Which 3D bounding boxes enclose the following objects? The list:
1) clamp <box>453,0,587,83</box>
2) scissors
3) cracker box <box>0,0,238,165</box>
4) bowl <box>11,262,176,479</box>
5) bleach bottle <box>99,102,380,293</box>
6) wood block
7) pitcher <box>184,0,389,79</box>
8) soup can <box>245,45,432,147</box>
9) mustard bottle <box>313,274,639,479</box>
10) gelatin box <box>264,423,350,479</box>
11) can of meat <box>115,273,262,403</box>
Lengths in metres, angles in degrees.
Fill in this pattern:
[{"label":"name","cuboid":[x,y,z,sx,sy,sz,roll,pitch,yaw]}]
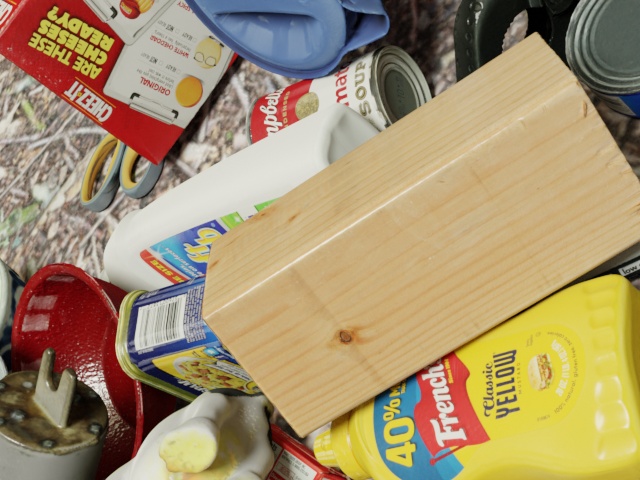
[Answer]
[{"label":"clamp","cuboid":[0.132,-0.145,0.598,0.039,0.120,0.171,-127,52,-60]},{"label":"scissors","cuboid":[-0.140,-0.114,0.879,0.096,0.016,0.201,16,79,45]},{"label":"cracker box","cuboid":[-0.128,-0.190,0.789,0.213,0.164,0.072,-54,41,-2]},{"label":"bowl","cuboid":[-0.144,0.092,0.713,0.162,0.055,0.162,9,102,46]},{"label":"bleach bottle","cuboid":[-0.055,0.001,0.688,0.251,0.102,0.068,-23,34,41]},{"label":"wood block","cuboid":[0.050,-0.003,0.539,0.206,0.090,0.090,-32,21,13]},{"label":"pitcher","cuboid":[0.011,-0.233,0.675,0.242,0.149,0.145,-54,22,-25]},{"label":"soup can","cuboid":[0.013,-0.076,0.676,0.102,0.068,0.068,-17,57,35]},{"label":"mustard bottle","cuboid":[0.075,0.087,0.534,0.192,0.058,0.096,-21,52,34]},{"label":"gelatin box","cuboid":[-0.031,0.158,0.615,0.073,0.030,0.089,25,85,49]},{"label":"can of meat","cuboid":[-0.057,0.059,0.642,0.084,0.102,0.057,-17,57,34]}]
